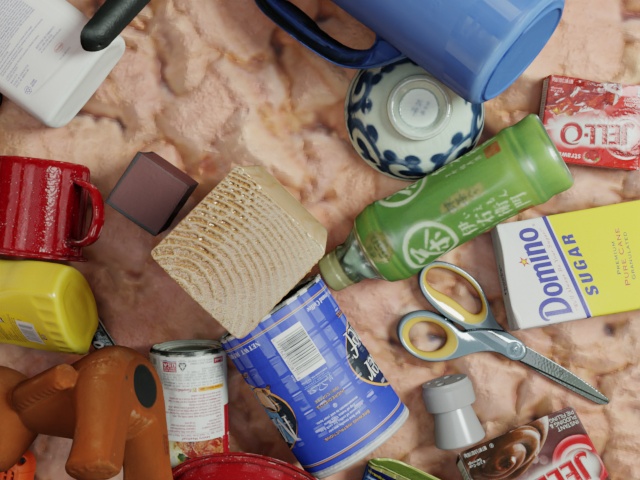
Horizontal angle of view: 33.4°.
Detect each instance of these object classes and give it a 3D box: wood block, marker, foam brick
[{"bbox_3d":[-0.055,0.002,0.839,0.090,0.206,0.091,44,93,-2],"label":"wood block"},{"bbox_3d":[-0.185,0.101,0.942,0.020,0.020,0.121,-33,93,3],"label":"marker"},{"bbox_3d":[-0.141,-0.040,0.903,0.051,0.078,0.053,34,94,-3],"label":"foam brick"}]

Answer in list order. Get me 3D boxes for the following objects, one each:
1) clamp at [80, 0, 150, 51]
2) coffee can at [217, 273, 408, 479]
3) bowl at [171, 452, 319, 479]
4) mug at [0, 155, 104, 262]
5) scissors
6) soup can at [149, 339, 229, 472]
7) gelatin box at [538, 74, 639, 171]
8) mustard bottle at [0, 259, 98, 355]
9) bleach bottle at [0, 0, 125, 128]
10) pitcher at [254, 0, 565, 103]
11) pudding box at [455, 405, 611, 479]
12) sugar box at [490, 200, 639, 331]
[{"bbox_3d":[-0.134,-0.256,0.892,0.210,0.036,0.165,-29,62,-10],"label":"clamp"},{"bbox_3d":[-0.006,0.114,0.897,0.103,0.103,0.140,-33,92,3],"label":"coffee can"},{"bbox_3d":[-0.062,0.247,0.888,0.162,0.055,0.162,5,132,5],"label":"bowl"},{"bbox_3d":[-0.229,-0.026,0.895,0.117,0.093,0.081,6,89,32],"label":"mug"},{"bbox_3d":[0.150,0.104,0.936,0.096,0.016,0.202,-45,91,1],"label":"scissors"},{"bbox_3d":[-0.113,0.140,0.919,0.068,0.068,0.102,-1,93,1],"label":"soup can"},{"bbox_3d":[0.232,-0.100,0.914,0.089,0.030,0.073,7,94,1],"label":"gelatin box"},{"bbox_3d":[-0.290,0.049,0.903,0.192,0.096,0.058,6,56,13],"label":"mustard bottle"},{"bbox_3d":[-0.294,-0.209,0.903,0.251,0.068,0.102,39,94,1],"label":"bleach bottle"},{"bbox_3d":[0.060,-0.211,0.835,0.243,0.149,0.144,43,69,14],"label":"pitcher"},{"bbox_3d":[0.184,0.204,0.908,0.113,0.039,0.090,-22,66,-6],"label":"pudding box"},{"bbox_3d":[0.241,0.018,0.909,0.176,0.048,0.093,-10,82,-1],"label":"sugar box"}]
